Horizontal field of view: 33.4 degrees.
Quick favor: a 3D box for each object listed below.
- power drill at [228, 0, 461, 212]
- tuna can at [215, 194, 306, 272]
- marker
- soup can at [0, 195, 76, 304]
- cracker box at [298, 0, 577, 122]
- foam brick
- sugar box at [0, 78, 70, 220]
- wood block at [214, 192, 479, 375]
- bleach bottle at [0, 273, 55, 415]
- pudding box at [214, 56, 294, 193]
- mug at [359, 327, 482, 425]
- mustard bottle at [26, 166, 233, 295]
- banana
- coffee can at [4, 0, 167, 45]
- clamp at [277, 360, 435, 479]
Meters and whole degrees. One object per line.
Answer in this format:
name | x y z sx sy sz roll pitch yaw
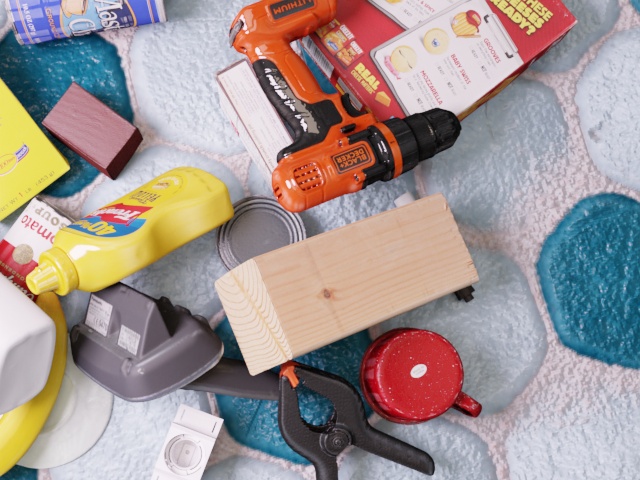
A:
power drill | 0.015 -0.134 0.946 0.184 0.057 0.188 -23 82 -20
tuna can | -0.057 0.001 1.015 0.086 0.034 0.086 0 82 -3
marker | 0.112 0.007 1.030 0.020 0.020 0.121 -32 85 -7
soup can | -0.266 0.018 0.985 0.068 0.068 0.102 35 81 2
cracker box | 0.110 -0.199 1.034 0.213 0.072 0.164 -39 86 -8
foam brick | -0.215 -0.103 1.011 0.078 0.053 0.051 36 82 2
sugar box | -0.320 -0.111 0.976 0.093 0.048 0.176 -39 114 -7
wood block | 0.025 0.036 0.948 0.205 0.090 0.091 -19 84 -31
bleach bottle | -0.335 0.035 0.925 0.251 0.103 0.067 38 40 21
pudding box | -0.056 -0.105 1.001 0.039 0.090 0.113 -31 84 -6
mug | 0.095 0.130 0.981 0.117 0.081 0.093 32 82 2
mustard bottle | -0.175 -0.003 0.942 0.191 0.096 0.058 -33 123 -36
banana | -0.271 0.143 0.951 0.069 0.037 0.197 38 78 -31
coffee can | -0.222 -0.246 1.006 0.140 0.103 0.103 -10 83 -4
clamp | 0.009 0.187 0.961 0.120 0.039 0.171 -44 98 -7
